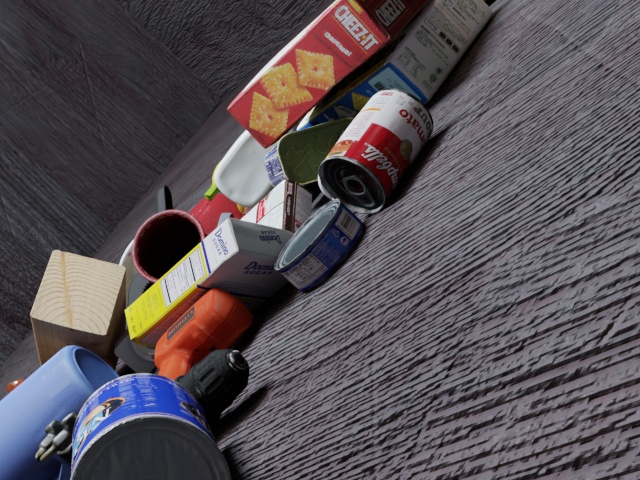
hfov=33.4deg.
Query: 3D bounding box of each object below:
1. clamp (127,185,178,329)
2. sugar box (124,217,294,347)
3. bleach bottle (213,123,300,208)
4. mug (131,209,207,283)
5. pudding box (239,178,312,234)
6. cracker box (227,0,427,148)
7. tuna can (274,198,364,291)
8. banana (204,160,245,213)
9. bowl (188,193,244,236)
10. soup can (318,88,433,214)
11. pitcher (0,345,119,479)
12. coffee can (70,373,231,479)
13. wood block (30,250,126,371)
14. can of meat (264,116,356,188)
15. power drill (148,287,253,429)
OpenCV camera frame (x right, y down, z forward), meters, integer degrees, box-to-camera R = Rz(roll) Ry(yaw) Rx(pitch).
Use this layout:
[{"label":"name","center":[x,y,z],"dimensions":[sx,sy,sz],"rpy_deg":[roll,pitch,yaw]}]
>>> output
[{"label":"clamp","center":[-0.190,0.033,1.352],"dimensions":[0.210,0.165,0.036],"rpy_deg":[-56,-31,-8]},{"label":"sugar box","center":[-0.104,0.047,1.042],"dimensions":[0.176,0.093,0.048],"rpy_deg":[-41,54,31]},{"label":"bleach bottle","center":[-0.070,-0.111,1.345],"dimensions":[0.103,0.068,0.251],"rpy_deg":[-52,5,11]},{"label":"mug","center":[-0.161,0.029,1.276],"dimensions":[0.093,0.117,0.081],"rpy_deg":[-36,-24,1]},{"label":"pudding box","center":[-0.057,0.001,1.113],"dimensions":[0.114,0.039,0.090],"rpy_deg":[-42,31,34]},{"label":"cracker box","center":[0.014,-0.211,1.167],"dimensions":[0.214,0.072,0.164],"rpy_deg":[-36,12,39]},{"label":"tuna can","center":[-0.001,0.005,0.963],"dimensions":[0.086,0.033,0.086],"rpy_deg":[-45,12,12]},{"label":"banana","center":[-0.112,-0.077,1.433],"dimensions":[0.069,0.037,0.197],"rpy_deg":[-51,-13,3]},{"label":"bowl","center":[-0.173,-0.017,1.575],"dimensions":[0.162,0.055,0.162],"rpy_deg":[-45,13,13]},{"label":"soup can","center":[0.052,-0.083,0.978],"dimensions":[0.102,0.068,0.069],"rpy_deg":[-54,14,-31]},{"label":"pitcher","center":[-0.310,0.234,1.125],"dimensions":[0.243,0.149,0.145],"rpy_deg":[-43,-3,5]},{"label":"coffee can","center":[-0.120,0.155,0.736],"dimensions":[0.103,0.102,0.140],"rpy_deg":[-48,12,-5]},{"label":"wood block","center":[-0.292,0.104,1.306],"dimensions":[0.206,0.090,0.090],"rpy_deg":[109,174,-62]},{"label":"can of meat","center":[-0.006,-0.092,1.168],"dimensions":[0.102,0.057,0.084],"rpy_deg":[-18,1,-16]},{"label":"power drill","center":[-0.113,0.119,0.929],"dimensions":[0.185,0.057,0.187],"rpy_deg":[-43,13,25]}]
